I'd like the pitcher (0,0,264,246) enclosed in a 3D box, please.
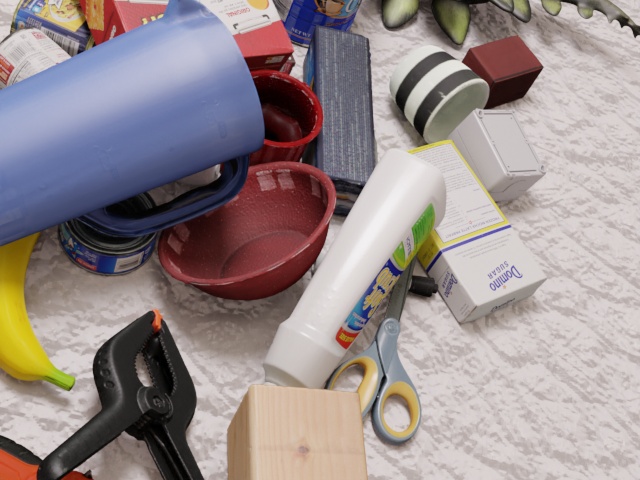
[{"bbox_3d":[-0.173,-0.080,0.855,0.242,0.145,0.149,-26,80,-15],"label":"pitcher"}]

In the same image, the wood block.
[{"bbox_3d":[-0.016,0.220,0.786,0.090,0.090,0.206,7,54,-15],"label":"wood block"}]

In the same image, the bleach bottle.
[{"bbox_3d":[0.022,0.045,0.916,0.068,0.102,0.250,27,68,16],"label":"bleach bottle"}]

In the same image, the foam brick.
[{"bbox_3d":[0.194,-0.184,1.176,0.078,0.053,0.051,-20,65,-32],"label":"foam brick"}]

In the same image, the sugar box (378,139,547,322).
[{"bbox_3d":[0.131,-0.011,1.035,0.093,0.048,0.176,-18,68,-29],"label":"sugar box"}]

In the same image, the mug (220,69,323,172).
[{"bbox_3d":[-0.047,-0.107,1.012,0.093,0.082,0.117,34,52,5],"label":"mug"}]

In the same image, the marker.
[{"bbox_3d":[0.052,0.033,0.989,0.121,0.020,0.020,13,53,-12],"label":"marker"}]

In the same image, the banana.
[{"bbox_3d":[-0.245,0.036,0.869,0.069,0.037,0.198,8,53,-32],"label":"banana"}]

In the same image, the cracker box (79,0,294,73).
[{"bbox_3d":[-0.143,-0.241,1.011,0.163,0.072,0.214,-12,70,-33],"label":"cracker box"}]

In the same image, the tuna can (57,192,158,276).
[{"bbox_3d":[-0.183,-0.014,0.926,0.086,0.034,0.086,10,53,-14],"label":"tuna can"}]

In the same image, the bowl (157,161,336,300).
[{"bbox_3d":[-0.056,0.001,0.921,0.162,0.055,0.162,-14,37,11],"label":"bowl"}]

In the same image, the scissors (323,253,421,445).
[{"bbox_3d":[0.073,0.096,0.944,0.096,0.016,0.201,37,57,2],"label":"scissors"}]

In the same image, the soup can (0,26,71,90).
[{"bbox_3d":[-0.245,-0.137,0.970,0.102,0.069,0.068,42,53,12],"label":"soup can"}]

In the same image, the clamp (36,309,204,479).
[{"bbox_3d":[-0.140,0.131,0.801,0.164,0.036,0.210,32,31,-37],"label":"clamp"}]

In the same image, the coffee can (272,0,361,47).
[{"bbox_3d":[0.004,-0.287,1.123,0.102,0.140,0.103,10,53,-14],"label":"coffee can"}]

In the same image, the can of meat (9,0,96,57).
[{"bbox_3d":[-0.241,-0.218,1.037,0.084,0.057,0.102,24,52,-1],"label":"can of meat"}]
